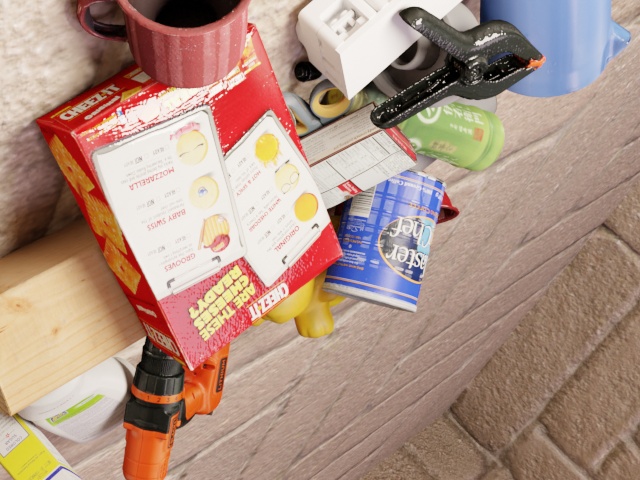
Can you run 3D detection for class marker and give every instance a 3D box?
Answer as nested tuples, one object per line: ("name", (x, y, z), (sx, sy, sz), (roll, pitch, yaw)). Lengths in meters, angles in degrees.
("marker", (0.013, -0.163, 1.018), (0.120, 0.020, 0.020), (-18, 149, -55))

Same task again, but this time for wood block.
("wood block", (-0.195, 0.044, 0.856), (0.205, 0.091, 0.090), (-31, 116, -37))

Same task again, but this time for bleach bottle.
("bleach bottle", (-0.236, 0.141, 1.032), (0.102, 0.068, 0.251), (-34, 167, -10))

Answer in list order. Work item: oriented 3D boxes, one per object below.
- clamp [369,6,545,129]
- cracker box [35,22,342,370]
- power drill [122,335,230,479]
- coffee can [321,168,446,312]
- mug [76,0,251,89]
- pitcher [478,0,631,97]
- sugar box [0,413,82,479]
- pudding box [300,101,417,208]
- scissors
("clamp", (0.122, -0.151, 0.957), (0.171, 0.039, 0.120), (-1, 138, -31))
("cracker box", (-0.092, -0.037, 0.813), (0.164, 0.072, 0.213), (-36, 124, -24))
("power drill", (-0.152, 0.148, 1.139), (0.187, 0.057, 0.184), (-40, 144, -71))
("coffee can", (0.067, -0.004, 1.129), (0.102, 0.103, 0.140), (30, 74, -72))
("mug", (-0.100, -0.151, 0.700), (0.117, 0.093, 0.081), (-8, 159, -8))
("pitcher", (0.199, -0.261, 0.995), (0.149, 0.145, 0.243), (-31, 144, -12))
("sugar box", (-0.264, 0.217, 1.005), (0.048, 0.176, 0.093), (-40, 162, -13))
("pudding box", (0.028, -0.082, 1.054), (0.114, 0.039, 0.090), (-27, 150, 16))
("scissors", (0.015, -0.112, 1.053), (0.096, 0.016, 0.201), (-27, 157, 22))
